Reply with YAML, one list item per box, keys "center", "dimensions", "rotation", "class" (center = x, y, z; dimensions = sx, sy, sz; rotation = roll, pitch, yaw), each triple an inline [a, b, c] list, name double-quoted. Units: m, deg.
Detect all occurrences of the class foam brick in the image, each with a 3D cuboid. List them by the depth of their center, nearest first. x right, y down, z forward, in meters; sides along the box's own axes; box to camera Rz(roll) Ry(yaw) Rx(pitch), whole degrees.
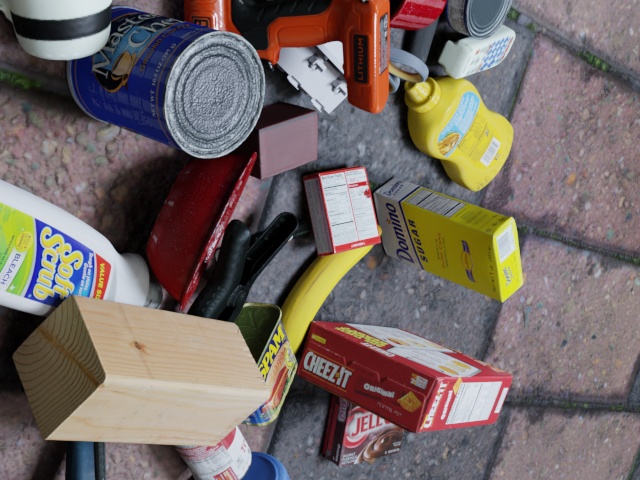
- center: [-0.047, -0.100, 1.054]
  dimensions: [0.078, 0.053, 0.051]
  rotation: [-23, 122, -37]
  class: "foam brick"

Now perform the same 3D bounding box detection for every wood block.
- center: [-0.154, 0.121, 0.953]
  dimensions: [0.090, 0.091, 0.205]
  rotation: [-43, 147, 22]
  class: "wood block"

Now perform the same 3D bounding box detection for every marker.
- center: [-0.057, 0.001, 1.112]
  dimensions: [0.120, 0.020, 0.020]
  rotation: [-22, 121, -39]
  class: "marker"

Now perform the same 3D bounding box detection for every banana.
- center: [0.002, 0.050, 1.186]
  dimensions: [0.197, 0.037, 0.069]
  rotation: [-55, 156, -11]
  class: "banana"

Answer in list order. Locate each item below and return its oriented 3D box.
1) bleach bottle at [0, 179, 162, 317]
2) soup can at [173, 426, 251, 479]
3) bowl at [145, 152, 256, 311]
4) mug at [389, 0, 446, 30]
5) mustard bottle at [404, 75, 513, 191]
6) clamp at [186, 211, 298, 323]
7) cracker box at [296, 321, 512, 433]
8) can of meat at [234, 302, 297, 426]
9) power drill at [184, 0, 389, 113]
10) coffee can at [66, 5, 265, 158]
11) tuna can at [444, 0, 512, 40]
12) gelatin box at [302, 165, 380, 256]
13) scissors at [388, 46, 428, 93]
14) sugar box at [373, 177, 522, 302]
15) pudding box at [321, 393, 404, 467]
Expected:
- center: [-0.227, 0.014, 0.910]
  dimensions: [0.250, 0.068, 0.102]
  rotation: [24, 90, -51]
  class: "bleach bottle"
- center: [-0.118, 0.202, 1.098]
  dimensions: [0.068, 0.069, 0.102]
  rotation: [-45, 134, -24]
  class: "soup can"
- center: [-0.116, -0.019, 0.979]
  dimensions: [0.162, 0.055, 0.162]
  rotation: [-157, -88, -87]
  class: "bowl"
- center: [0.071, -0.250, 1.095]
  dimensions: [0.081, 0.093, 0.117]
  rotation: [-6, 136, -50]
  class: "mug"
- center: [0.152, -0.137, 1.242]
  dimensions: [0.191, 0.058, 0.096]
  rotation: [34, 87, -48]
  class: "mustard bottle"
- center: [-0.083, 0.040, 1.061]
  dimensions: [0.120, 0.039, 0.172]
  rotation: [-15, 141, -54]
  class: "clamp"
- center: [0.098, 0.154, 1.207]
  dimensions: [0.213, 0.164, 0.072]
  rotation: [10, 100, -58]
  class: "cracker box"
- center: [-0.068, 0.130, 1.111]
  dimensions: [0.102, 0.058, 0.084]
  rotation: [-65, 148, -41]
  class: "can of meat"
- center: [-0.034, -0.157, 0.951]
  dimensions: [0.057, 0.188, 0.184]
  rotation: [-59, 152, -62]
  class: "power drill"
- center: [-0.130, -0.134, 0.886]
  dimensions: [0.102, 0.141, 0.103]
  rotation: [-21, 121, -40]
  class: "coffee can"
- center: [0.175, -0.268, 1.179]
  dimensions: [0.086, 0.034, 0.086]
  rotation: [-30, 134, -37]
  class: "tuna can"
- center: [0.023, -0.033, 1.152]
  dimensions: [0.073, 0.030, 0.089]
  rotation: [-13, 91, -43]
  class: "gelatin box"
- center: [0.038, -0.203, 1.075]
  dimensions: [0.201, 0.096, 0.016]
  rotation: [37, 66, -51]
  class: "scissors"
- center: [0.141, -0.003, 1.199]
  dimensions: [0.048, 0.176, 0.093]
  rotation: [-38, 130, -32]
  class: "sugar box"
- center: [0.057, 0.222, 1.312]
  dimensions: [0.113, 0.039, 0.090]
  rotation: [-4, 109, -46]
  class: "pudding box"
